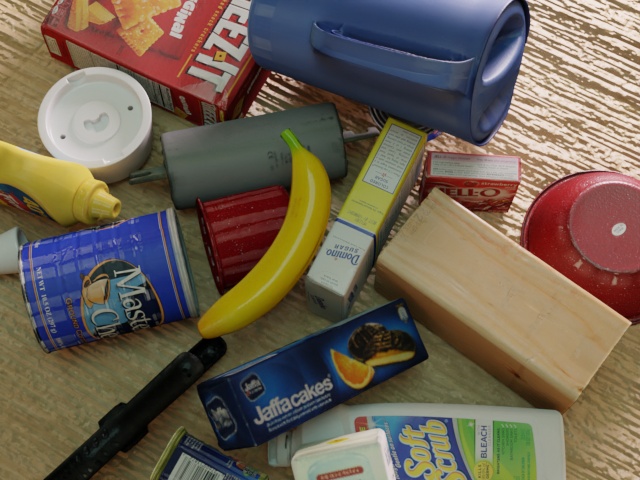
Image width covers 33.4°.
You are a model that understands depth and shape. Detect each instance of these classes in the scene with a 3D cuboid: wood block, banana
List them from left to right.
[{"bbox_3d":[-0.038,0.004,0.928,0.070,0.037,0.198,21,81,15],"label":"banana"},{"bbox_3d":[0.157,0.058,0.955,0.206,0.091,0.090,36,74,13],"label":"wood block"}]

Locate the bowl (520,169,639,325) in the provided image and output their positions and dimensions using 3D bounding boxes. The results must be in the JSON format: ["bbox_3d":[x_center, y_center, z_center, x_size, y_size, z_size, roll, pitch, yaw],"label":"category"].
[{"bbox_3d":[0.271,-0.003,0.997,0.162,0.055,0.162,0,69,1],"label":"bowl"}]

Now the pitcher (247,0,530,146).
[{"bbox_3d":[0.054,-0.179,0.963,0.243,0.149,0.145,19,67,23],"label":"pitcher"}]

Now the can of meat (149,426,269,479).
[{"bbox_3d":[-0.091,0.205,0.895,0.084,0.102,0.057,27,72,8],"label":"can of meat"}]

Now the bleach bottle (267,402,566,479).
[{"bbox_3d":[0.080,0.192,0.920,0.251,0.068,0.102,1,72,4],"label":"bleach bottle"}]

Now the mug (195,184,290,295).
[{"bbox_3d":[-0.062,0.008,0.985,0.081,0.093,0.117,-14,98,-10],"label":"mug"}]

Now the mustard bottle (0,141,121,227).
[{"bbox_3d":[-0.269,-0.054,0.984,0.192,0.096,0.058,17,74,18],"label":"mustard bottle"}]

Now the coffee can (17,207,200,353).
[{"bbox_3d":[-0.188,0.036,0.961,0.140,0.103,0.103,-13,69,-4],"label":"coffee can"}]

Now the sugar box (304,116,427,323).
[{"bbox_3d":[0.041,-0.016,0.984,0.048,0.093,0.176,27,71,11],"label":"sugar box"}]

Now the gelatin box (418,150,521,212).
[{"bbox_3d":[0.140,-0.054,1.007,0.089,0.073,0.030,3,69,2],"label":"gelatin box"}]

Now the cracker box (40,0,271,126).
[{"bbox_3d":[-0.148,-0.223,1.077,0.214,0.072,0.164,25,72,9],"label":"cracker box"}]

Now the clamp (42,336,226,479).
[{"bbox_3d":[-0.163,0.155,0.899,0.210,0.164,0.036,-42,88,-5],"label":"clamp"}]
